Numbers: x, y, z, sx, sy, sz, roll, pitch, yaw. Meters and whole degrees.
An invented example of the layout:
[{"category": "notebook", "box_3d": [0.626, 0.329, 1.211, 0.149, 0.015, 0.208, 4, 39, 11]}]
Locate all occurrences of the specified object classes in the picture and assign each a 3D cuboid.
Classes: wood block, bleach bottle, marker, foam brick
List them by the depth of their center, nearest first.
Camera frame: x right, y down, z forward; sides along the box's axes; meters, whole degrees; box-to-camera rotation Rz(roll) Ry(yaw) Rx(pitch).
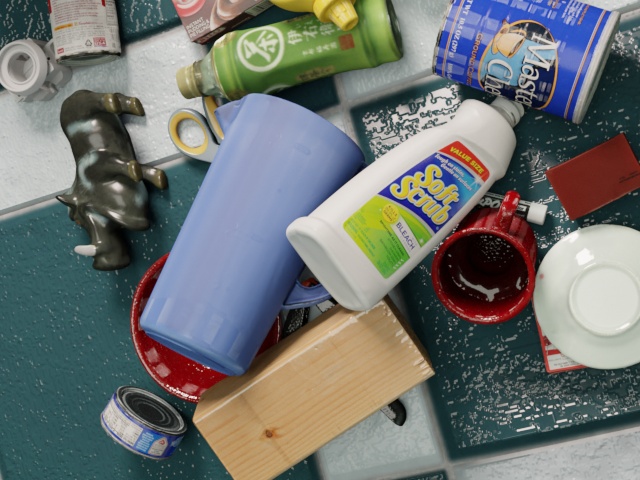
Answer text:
[{"category": "bleach bottle", "box_3d": [0.090, -0.053, 0.959, 0.250, 0.068, 0.102, -44, 107, -20]}, {"category": "foam brick", "box_3d": [0.253, -0.058, 0.974, 0.078, 0.051, 0.053, -27, 87, 16]}, {"category": "wood block", "box_3d": [-0.006, 0.134, 0.997, 0.206, 0.090, 0.091, -34, 97, 5]}, {"category": "marker", "box_3d": [0.155, -0.039, 1.020, 0.121, 0.020, 0.020, 15, 98, 14]}]

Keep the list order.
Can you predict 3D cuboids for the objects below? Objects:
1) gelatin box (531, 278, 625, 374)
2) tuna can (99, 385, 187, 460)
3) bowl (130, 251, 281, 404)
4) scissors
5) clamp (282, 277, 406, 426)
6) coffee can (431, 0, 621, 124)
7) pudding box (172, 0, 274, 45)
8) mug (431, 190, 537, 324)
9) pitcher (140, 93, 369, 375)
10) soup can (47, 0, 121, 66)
[{"category": "gelatin box", "box_3d": [0.240, 0.075, 0.998, 0.073, 0.030, 0.089, -12, 90, 15]}, {"category": "tuna can", "box_3d": [-0.181, 0.187, 1.098, 0.086, 0.086, 0.034, 34, 100, 11]}, {"category": "bowl", "box_3d": [-0.109, 0.082, 1.085, 0.162, 0.055, 0.162, 1, 94, 16]}, {"category": "scissors", "box_3d": [-0.096, -0.065, 1.091, 0.096, 0.016, 0.202, -15, 88, 15]}, {"category": "clamp", "box_3d": [0.001, 0.126, 1.065, 0.120, 0.039, 0.171, -24, 87, 6]}, {"category": "coffee can", "box_3d": [0.184, -0.175, 0.959, 0.140, 0.102, 0.103, 21, 99, 14]}, {"category": "pudding box", "box_3d": [-0.096, -0.261, 1.066, 0.114, 0.039, 0.090, -26, 85, 15]}, {"category": "mug", "box_3d": [0.158, 0.008, 0.978, 0.093, 0.081, 0.117, 18, 114, 11]}, {"category": "pitcher", "box_3d": [-0.056, 0.001, 0.985, 0.149, 0.144, 0.242, 13, 72, 45]}, {"category": "soup can", "box_3d": [-0.244, -0.235, 1.096, 0.069, 0.068, 0.102, -6, 93, 16]}]
